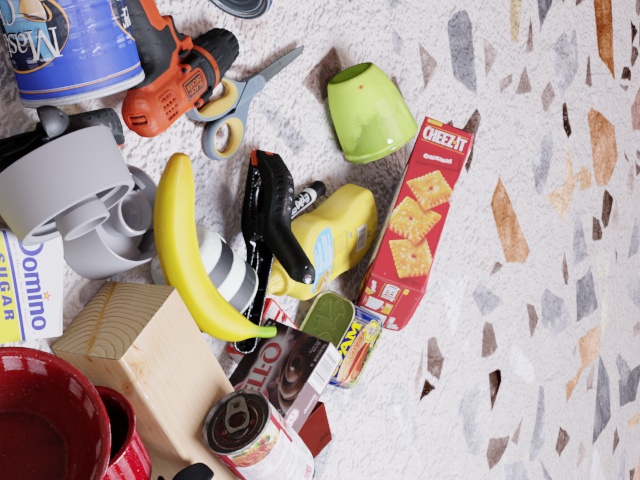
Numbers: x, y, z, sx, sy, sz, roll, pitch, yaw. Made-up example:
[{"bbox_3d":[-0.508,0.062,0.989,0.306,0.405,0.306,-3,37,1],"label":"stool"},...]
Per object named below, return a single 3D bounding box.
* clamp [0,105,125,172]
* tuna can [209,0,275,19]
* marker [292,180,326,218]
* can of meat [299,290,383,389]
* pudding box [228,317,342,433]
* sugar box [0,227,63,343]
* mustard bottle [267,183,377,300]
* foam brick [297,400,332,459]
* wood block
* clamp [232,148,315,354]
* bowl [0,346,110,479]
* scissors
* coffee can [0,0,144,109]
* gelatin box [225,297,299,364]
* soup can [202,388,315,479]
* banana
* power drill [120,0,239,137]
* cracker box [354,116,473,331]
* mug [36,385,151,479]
[{"bbox_3d":[-0.208,-0.085,0.861,0.171,0.120,0.039,-26,99,-55],"label":"clamp"},{"bbox_3d":[-0.079,-0.259,1.045,0.033,0.086,0.086,-60,137,-29],"label":"tuna can"},{"bbox_3d":[-0.025,-0.040,1.184,0.121,0.020,0.020,-41,125,-56],"label":"marker"},{"bbox_3d":[0.019,0.117,1.227,0.083,0.058,0.102,29,90,-55],"label":"can of meat"},{"bbox_3d":[-0.043,0.143,1.081,0.113,0.090,0.039,-56,139,-19],"label":"pudding box"},{"bbox_3d":[-0.278,0.037,0.827,0.175,0.048,0.093,-4,96,-53],"label":"sugar box"},{"bbox_3d":[-0.008,0.013,1.191,0.191,0.058,0.096,-36,140,-47],"label":"mustard bottle"},{"bbox_3d":[-0.032,0.217,1.185,0.078,0.051,0.053,-38,124,-46],"label":"foam brick"},{"bbox_3d":[-0.145,0.145,0.986,0.090,0.090,0.206,-54,133,-37],"label":"wood block"},{"bbox_3d":[-0.057,0.001,1.087,0.036,0.165,0.210,11,48,-24],"label":"clamp"},{"bbox_3d":[-0.244,0.167,0.831,0.055,0.162,0.162,107,7,-63],"label":"bowl"},{"bbox_3d":[-0.071,-0.145,1.126,0.201,0.016,0.096,-25,115,-50],"label":"scissors"},{"bbox_3d":[-0.208,-0.187,0.856,0.102,0.103,0.140,-35,120,-48],"label":"coffee can"},{"bbox_3d":[-0.058,0.114,1.157,0.089,0.030,0.073,53,53,-42],"label":"gelatin box"},{"bbox_3d":[-0.055,0.192,0.980,0.102,0.069,0.068,57,49,-40],"label":"soup can"},{"bbox_3d":[-0.110,0.019,0.959,0.069,0.037,0.198,-33,114,-19],"label":"banana"},{"bbox_3d":[-0.145,-0.210,0.976,0.184,0.057,0.187,-57,134,-51],"label":"power drill"},{"bbox_3d":[0.111,-0.014,1.280,0.164,0.072,0.213,105,6,-68],"label":"cracker box"},{"bbox_3d":[-0.204,0.190,0.913,0.117,0.093,0.081,-25,139,-11],"label":"mug"}]
